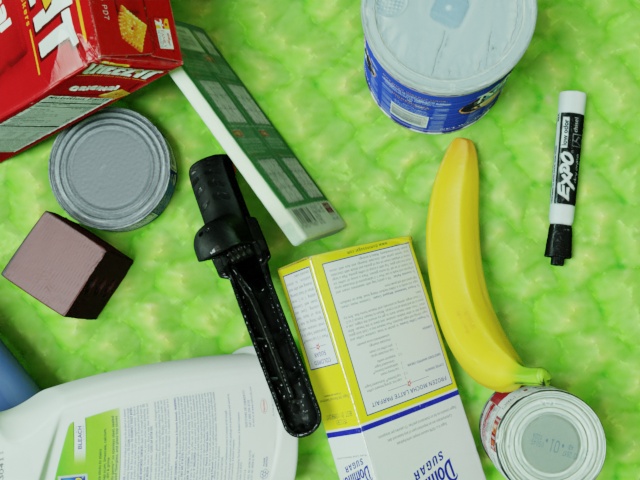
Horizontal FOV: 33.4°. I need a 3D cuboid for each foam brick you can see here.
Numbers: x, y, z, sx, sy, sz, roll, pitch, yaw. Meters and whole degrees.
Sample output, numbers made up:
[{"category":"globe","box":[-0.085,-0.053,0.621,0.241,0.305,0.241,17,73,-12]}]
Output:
[{"category":"foam brick","box":[-0.169,0.018,0.724,0.051,0.078,0.053,33,88,6]}]

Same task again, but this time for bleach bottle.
[{"category":"bleach bottle","box":[-0.129,0.119,0.645,0.250,0.068,0.102,2,84,-40]}]

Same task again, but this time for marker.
[{"category":"marker","box":[0.169,-0.043,0.738,0.020,0.020,0.121,6,86,4]}]

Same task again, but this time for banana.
[{"category":"banana","box":[0.101,0.024,0.704,0.070,0.037,0.198,-38,49,32]}]

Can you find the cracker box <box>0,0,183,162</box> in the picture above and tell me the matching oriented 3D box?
[{"category":"cracker box","box":[-0.196,-0.155,0.687,0.214,0.071,0.164,-18,83,41]}]

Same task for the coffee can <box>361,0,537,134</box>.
[{"category":"coffee can","box":[0.078,-0.130,0.689,0.103,0.140,0.103,0,86,3]}]

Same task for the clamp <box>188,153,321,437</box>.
[{"category":"clamp","box":[-0.054,0.001,0.670,0.036,0.164,0.210,-21,44,0]}]

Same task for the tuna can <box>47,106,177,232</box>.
[{"category":"tuna can","box":[-0.145,-0.049,0.750,0.086,0.034,0.086,0,86,3]}]

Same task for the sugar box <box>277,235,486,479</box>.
[{"category":"sugar box","box":[0.041,0.090,0.703,0.093,0.048,0.176,-12,86,-38]}]

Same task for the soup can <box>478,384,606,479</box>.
[{"category":"soup can","box":[0.140,0.126,0.686,0.068,0.102,0.068,0,86,3]}]
